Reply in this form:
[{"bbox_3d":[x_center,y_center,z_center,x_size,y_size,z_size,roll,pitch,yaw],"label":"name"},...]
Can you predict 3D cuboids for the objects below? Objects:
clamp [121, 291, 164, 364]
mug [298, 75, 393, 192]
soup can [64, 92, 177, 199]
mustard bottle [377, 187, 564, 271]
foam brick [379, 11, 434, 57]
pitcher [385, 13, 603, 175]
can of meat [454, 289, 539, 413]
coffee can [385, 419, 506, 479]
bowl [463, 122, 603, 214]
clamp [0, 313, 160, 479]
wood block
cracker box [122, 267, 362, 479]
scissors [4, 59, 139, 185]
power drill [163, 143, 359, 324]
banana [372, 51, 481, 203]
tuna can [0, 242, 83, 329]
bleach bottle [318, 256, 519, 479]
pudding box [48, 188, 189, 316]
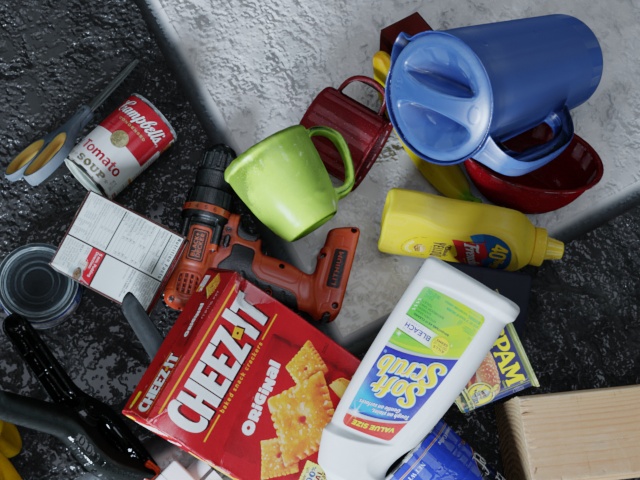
[{"bbox_3d":[-0.145,0.121,1.049,0.120,0.039,0.171,6,96,-24],"label":"clamp"},{"bbox_3d":[0.028,-0.122,1.141,0.081,0.093,0.117,32,111,7],"label":"mug"},{"bbox_3d":[-0.211,-0.097,1.122,0.068,0.068,0.102,43,75,5],"label":"soup can"},{"bbox_3d":[0.159,-0.006,1.121,0.191,0.096,0.058,10,63,1],"label":"mustard bottle"},{"bbox_3d":[0.107,-0.204,1.189,0.051,0.053,0.078,-28,63,-14],"label":"foam brick"},{"bbox_3d":[0.198,-0.161,1.119,0.242,0.145,0.149,-21,110,-42],"label":"pitcher"},{"bbox_3d":[0.158,0.112,1.059,0.084,0.057,0.102,-24,107,8],"label":"can of meat"},{"bbox_3d":[0.132,0.257,1.051,0.140,0.103,0.102,43,74,5],"label":"coffee can"},{"bbox_3d":[0.219,-0.076,1.154,0.162,0.055,0.162,8,35,-6],"label":"bowl"},{"bbox_3d":[-0.238,0.164,1.028,0.036,0.164,0.209,-40,120,10],"label":"clamp"},{"bbox_3d":[0.295,0.200,1.094,0.206,0.090,0.091,-4,75,-8],"label":"wood block"},{"bbox_3d":[-0.055,0.151,1.030,0.213,0.072,0.164,38,72,-26],"label":"cracker box"},{"bbox_3d":[-0.270,-0.124,1.142,0.016,0.096,0.201,55,39,-29],"label":"scissors"},{"bbox_3d":[-0.057,0.001,1.122,0.187,0.057,0.184,14,77,-1],"label":"power drill"},{"bbox_3d":[0.112,-0.117,1.163,0.037,0.070,0.198,-35,91,-22],"label":"banana"},{"bbox_3d":[-0.288,0.046,1.091,0.086,0.034,0.086,2,75,-7],"label":"tuna can"},{"bbox_3d":[0.079,0.145,0.997,0.103,0.068,0.251,31,91,17],"label":"bleach bottle"},{"bbox_3d":[-0.200,0.013,1.065,0.113,0.039,0.090,28,83,0],"label":"pudding box"}]
